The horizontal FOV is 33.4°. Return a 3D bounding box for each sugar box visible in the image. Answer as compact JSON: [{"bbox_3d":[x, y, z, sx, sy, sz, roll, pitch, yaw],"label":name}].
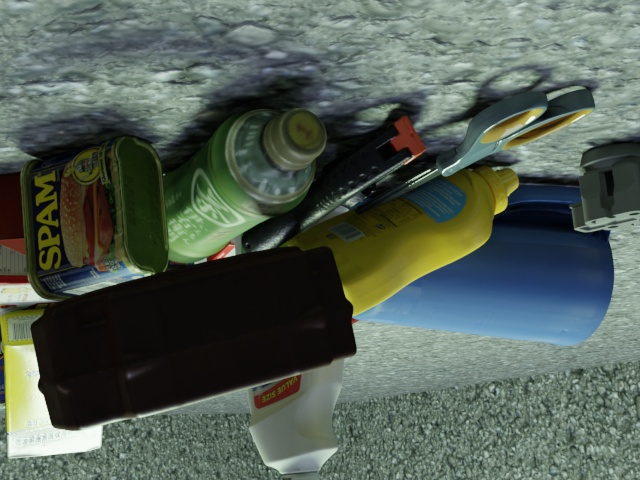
[{"bbox_3d":[-0.248,0.136,0.998,0.093,0.048,0.176,-3,134,-16],"label":"sugar box"}]

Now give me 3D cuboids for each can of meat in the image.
[{"bbox_3d":[-0.154,-0.015,0.738,0.084,0.102,0.057,-13,166,26],"label":"can of meat"}]

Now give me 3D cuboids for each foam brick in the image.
[{"bbox_3d":[-0.209,-0.018,0.815,0.053,0.051,0.078,-5,167,7],"label":"foam brick"}]

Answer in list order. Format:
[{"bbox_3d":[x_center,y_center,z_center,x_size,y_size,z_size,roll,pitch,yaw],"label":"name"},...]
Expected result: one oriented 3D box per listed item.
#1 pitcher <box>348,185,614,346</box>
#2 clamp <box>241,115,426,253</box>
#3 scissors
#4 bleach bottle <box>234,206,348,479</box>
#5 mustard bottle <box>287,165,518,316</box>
[{"bbox_3d":[0.141,0.018,0.970,0.242,0.149,0.145,6,-178,-27],"label":"pitcher"},{"bbox_3d":[0.011,-0.037,0.766,0.120,0.039,0.172,-39,180,-27],"label":"clamp"},{"bbox_3d":[0.090,-0.060,0.736,0.202,0.016,0.096,-23,166,25],"label":"scissors"},{"bbox_3d":[-0.018,0.086,0.894,0.103,0.251,0.068,-13,165,31],"label":"bleach bottle"},{"bbox_3d":[0.076,-0.011,0.843,0.191,0.058,0.096,-27,-150,-18],"label":"mustard bottle"}]
